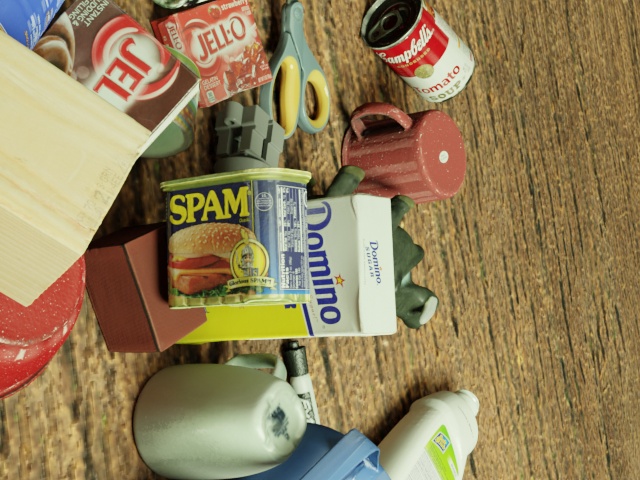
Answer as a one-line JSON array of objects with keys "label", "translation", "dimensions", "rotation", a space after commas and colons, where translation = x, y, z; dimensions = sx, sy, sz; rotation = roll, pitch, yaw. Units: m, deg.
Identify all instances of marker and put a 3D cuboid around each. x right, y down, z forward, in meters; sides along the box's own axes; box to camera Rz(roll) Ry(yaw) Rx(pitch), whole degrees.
[{"label": "marker", "translation": [-0.011, 0.141, 0.873], "dimensions": [0.020, 0.020, 0.121], "rotation": [-16, 96, -51]}]

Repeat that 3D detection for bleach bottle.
[{"label": "bleach bottle", "translation": [0.083, 0.218, 0.944], "dimensions": [0.250, 0.068, 0.102], "rotation": [-41, 116, -49]}]

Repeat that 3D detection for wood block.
[{"label": "wood block", "translation": [-0.207, -0.066, 0.551], "dimensions": [0.206, 0.091, 0.090], "rotation": [34, 55, -17]}]

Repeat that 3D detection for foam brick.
[{"label": "foam brick", "translation": [-0.121, 0.032, 0.728], "dimensions": [0.052, 0.051, 0.078], "rotation": [-30, 107, -50]}]

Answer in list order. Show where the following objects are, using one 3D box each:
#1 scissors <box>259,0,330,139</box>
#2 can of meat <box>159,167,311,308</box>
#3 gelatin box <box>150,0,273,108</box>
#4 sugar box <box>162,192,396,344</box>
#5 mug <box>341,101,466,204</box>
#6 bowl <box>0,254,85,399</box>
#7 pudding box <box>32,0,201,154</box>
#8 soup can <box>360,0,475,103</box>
[{"label": "scissors", "translation": [-0.014, -0.179, 0.908], "dimensions": [0.096, 0.016, 0.202], "rotation": [21, 76, -54]}, {"label": "can of meat", "translation": [-0.055, 0.001, 0.693], "dimensions": [0.057, 0.102, 0.084], "rotation": [3, 83, -54]}, {"label": "gelatin box", "translation": [-0.082, -0.146, 0.825], "dimensions": [0.089, 0.030, 0.073], "rotation": [-32, 109, -49]}, {"label": "sugar box", "translation": [-0.033, 0.023, 0.738], "dimensions": [0.048, 0.177, 0.093], "rotation": [4, 81, -51]}, {"label": "mug", "translation": [0.073, -0.081, 0.965], "dimensions": [0.117, 0.082, 0.093], "rotation": [52, 47, -32]}, {"label": "bowl", "translation": [-0.195, 0.018, 0.636], "dimensions": [0.161, 0.055, 0.162], "rotation": [11, 76, -50]}, {"label": "pudding box", "translation": [-0.143, -0.087, 0.665], "dimensions": [0.090, 0.039, 0.113], "rotation": [41, 87, -2]}, {"label": "soup can", "translation": [0.095, -0.185, 1.022], "dimensions": [0.102, 0.069, 0.068], "rotation": [36, 57, -43]}]
